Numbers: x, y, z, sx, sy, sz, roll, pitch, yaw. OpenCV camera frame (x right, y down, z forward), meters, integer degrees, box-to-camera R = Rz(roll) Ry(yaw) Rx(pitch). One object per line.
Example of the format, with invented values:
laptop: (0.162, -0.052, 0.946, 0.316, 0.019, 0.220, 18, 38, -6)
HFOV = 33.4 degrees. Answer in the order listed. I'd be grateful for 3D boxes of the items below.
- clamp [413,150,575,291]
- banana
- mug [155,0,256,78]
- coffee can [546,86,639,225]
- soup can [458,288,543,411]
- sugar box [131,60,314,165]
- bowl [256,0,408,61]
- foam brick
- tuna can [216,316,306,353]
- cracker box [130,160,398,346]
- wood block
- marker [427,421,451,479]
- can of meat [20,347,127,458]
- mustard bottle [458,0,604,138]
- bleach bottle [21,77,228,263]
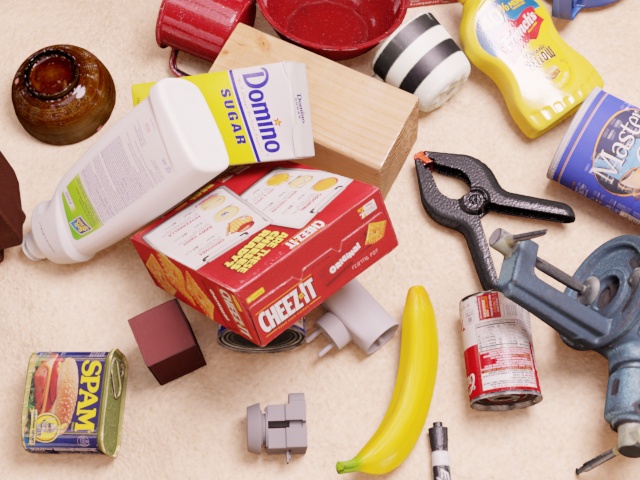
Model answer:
clamp: (0.168, -0.038, 1.078, 0.120, 0.039, 0.171, -34, 70, -11)
banana: (0.078, 0.141, 1.004, 0.037, 0.069, 0.197, 1, 59, 42)
mug: (-0.125, -0.226, 1.154, 0.081, 0.093, 0.117, 23, 103, 7)
coffee can: (0.309, -0.074, 1.047, 0.140, 0.103, 0.102, 30, 74, 14)
soup can: (0.169, 0.104, 1.007, 0.068, 0.068, 0.102, -5, 68, 2)
sugar box: (-0.097, -0.117, 1.039, 0.176, 0.048, 0.093, -5, 94, 27)
bowl: (0.010, -0.244, 1.139, 0.162, 0.055, 0.162, 3, 55, -4)
foam brick: (-0.147, 0.099, 1.027, 0.051, 0.078, 0.053, -23, 69, -7)
tuna can: (-0.057, 0.080, 1.024, 0.086, 0.086, 0.034, -3, 67, 3)
cracker box: (-0.057, 0.001, 0.992, 0.164, 0.072, 0.214, -36, 30, -21)
wood block: (-0.010, -0.130, 1.100, 0.206, 0.091, 0.090, 25, 73, 13)
marker: (0.113, 0.228, 0.988, 0.020, 0.020, 0.121, -3, 69, 3)
can of meat: (-0.236, 0.155, 1.024, 0.084, 0.057, 0.102, -1, 68, 7)
mustard bottle: (0.201, -0.207, 1.110, 0.096, 0.058, 0.191, -34, 83, -9)
bleach bottle: (-0.207, -0.053, 1.041, 0.251, 0.068, 0.102, -30, 80, 30)
